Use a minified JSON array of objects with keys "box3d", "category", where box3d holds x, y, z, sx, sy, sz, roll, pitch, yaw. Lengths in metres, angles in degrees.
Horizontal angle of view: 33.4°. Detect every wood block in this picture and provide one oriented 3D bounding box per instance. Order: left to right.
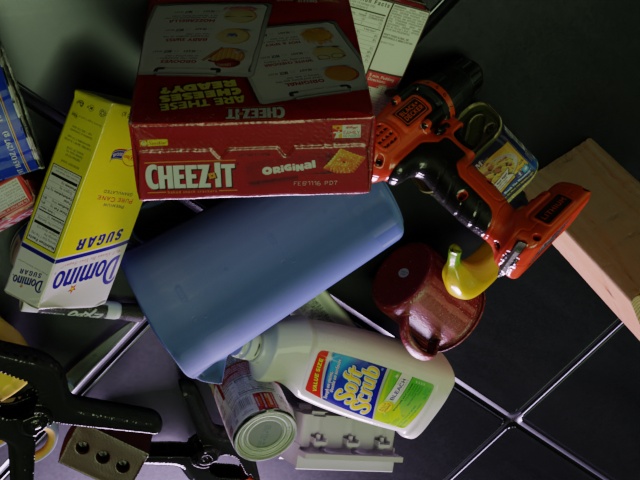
[{"box3d":[0.295,0.001,1.051,0.090,0.206,0.090,-33,130,2],"category":"wood block"}]

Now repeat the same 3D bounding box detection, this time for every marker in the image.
[{"box3d":[-0.219,0.063,0.998,0.120,0.020,0.020,8,120,-27],"category":"marker"}]

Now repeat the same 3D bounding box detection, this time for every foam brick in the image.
[{"box3d":[-0.213,0.203,1.063,0.078,0.051,0.053,27,106,-10],"category":"foam brick"}]

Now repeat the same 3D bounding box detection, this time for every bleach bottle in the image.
[{"box3d":[0.015,0.133,1.083,0.250,0.068,0.103,17,116,-34],"category":"bleach bottle"}]

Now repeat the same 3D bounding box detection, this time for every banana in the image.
[{"box3d":[0.164,0.017,1.052,0.197,0.037,0.070,-26,148,-58],"category":"banana"}]

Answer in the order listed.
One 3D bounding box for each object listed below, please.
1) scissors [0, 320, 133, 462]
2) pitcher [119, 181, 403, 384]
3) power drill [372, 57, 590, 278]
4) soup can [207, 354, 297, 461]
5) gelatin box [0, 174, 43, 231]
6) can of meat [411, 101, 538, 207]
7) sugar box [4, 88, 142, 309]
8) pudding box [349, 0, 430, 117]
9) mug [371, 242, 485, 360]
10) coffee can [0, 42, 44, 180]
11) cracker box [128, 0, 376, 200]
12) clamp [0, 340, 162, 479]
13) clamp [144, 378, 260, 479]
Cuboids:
[{"box3d":[-0.251,0.158,1.056,0.201,0.016,0.096,-30,131,-1],"category":"scissors"},{"box3d":[-0.056,0.001,0.964,0.242,0.145,0.149,-31,142,-4],"category":"pitcher"},{"box3d":[0.137,-0.068,0.927,0.184,0.188,0.057,-41,163,-34],"category":"power drill"},{"box3d":[-0.070,0.164,1.080,0.068,0.102,0.068,-11,127,-16],"category":"soup can"},{"box3d":[-0.270,-0.022,0.880,0.089,0.073,0.030,-29,92,-1],"category":"gelatin box"},{"box3d":[0.151,-0.070,1.037,0.102,0.057,0.083,-44,131,11],"category":"can of meat"},{"box3d":[-0.187,-0.031,0.873,0.093,0.048,0.176,2,109,-65],"category":"sugar box"},{"box3d":[0.032,-0.166,0.930,0.089,0.039,0.114,10,117,-26],"category":"pudding box"},{"box3d":[0.104,0.065,1.081,0.093,0.117,0.081,-17,137,42],"category":"mug"},{"box3d":[-0.294,-0.082,0.809,0.140,0.103,0.103,-19,129,-10],"category":"coffee can"},{"box3d":[-0.052,-0.113,0.796,0.164,0.213,0.072,-3,126,-3],"category":"cracker box"},{"box3d":[-0.249,0.153,0.967,0.164,0.036,0.210,-29,128,-7],"category":"clamp"},{"box3d":[-0.137,0.225,1.139,0.120,0.039,0.171,-33,124,12],"category":"clamp"}]
